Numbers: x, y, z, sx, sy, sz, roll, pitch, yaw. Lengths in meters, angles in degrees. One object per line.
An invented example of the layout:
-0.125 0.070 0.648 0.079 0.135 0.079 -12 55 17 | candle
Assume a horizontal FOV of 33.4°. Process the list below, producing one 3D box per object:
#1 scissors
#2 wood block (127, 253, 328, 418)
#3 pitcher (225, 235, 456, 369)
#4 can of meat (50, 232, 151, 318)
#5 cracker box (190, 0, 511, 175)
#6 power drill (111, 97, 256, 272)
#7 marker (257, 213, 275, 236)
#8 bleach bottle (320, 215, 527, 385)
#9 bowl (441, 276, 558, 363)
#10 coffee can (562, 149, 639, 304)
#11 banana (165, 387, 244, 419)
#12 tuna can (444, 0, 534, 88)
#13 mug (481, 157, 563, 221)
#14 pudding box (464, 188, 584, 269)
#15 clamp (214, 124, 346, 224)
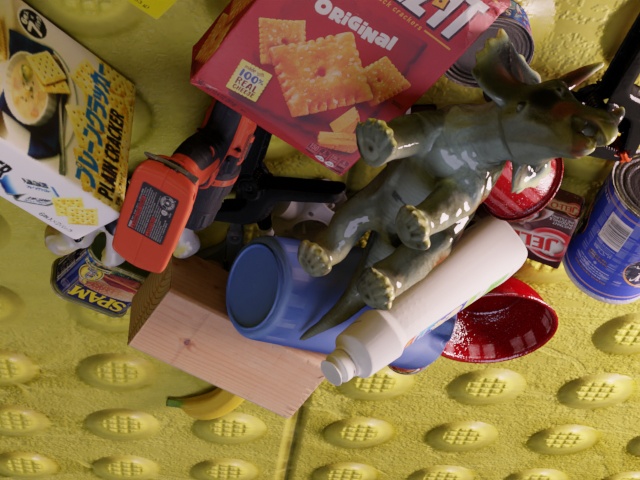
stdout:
-0.114 -0.001 1.202 0.096 0.016 0.202 -4 144 5 | scissors
-0.099 0.103 1.181 0.205 0.090 0.091 29 117 -22 | wood block
0.016 0.063 1.162 0.242 0.145 0.149 12 141 -39 | pitcher
-0.241 0.035 1.215 0.102 0.057 0.084 26 134 -33 | can of meat
0.021 -0.173 0.867 0.164 0.072 0.214 31 121 -25 | cracker box
-0.121 -0.050 0.978 0.057 0.187 0.185 26 125 3 | power drill
-0.058 0.001 1.203 0.020 0.020 0.121 -4 144 4 | marker
0.096 0.068 1.069 0.250 0.068 0.103 -34 172 -31 | bleach bottle
0.204 0.087 1.297 0.162 0.055 0.162 -1 144 -1 | bowl
0.327 -0.013 1.122 0.102 0.103 0.140 5 143 -9 | coffee can
-0.135 0.207 1.470 0.069 0.037 0.198 24 137 -31 | banana
0.145 -0.177 0.949 0.086 0.034 0.086 -1 144 -1 | tuna can
0.166 -0.071 1.038 0.117 0.093 0.081 -33 139 24 | mug
0.212 -0.025 1.126 0.113 0.039 0.090 22 145 12 | pudding box
-0.068 -0.071 1.077 0.172 0.039 0.120 -18 108 33 | clamp
